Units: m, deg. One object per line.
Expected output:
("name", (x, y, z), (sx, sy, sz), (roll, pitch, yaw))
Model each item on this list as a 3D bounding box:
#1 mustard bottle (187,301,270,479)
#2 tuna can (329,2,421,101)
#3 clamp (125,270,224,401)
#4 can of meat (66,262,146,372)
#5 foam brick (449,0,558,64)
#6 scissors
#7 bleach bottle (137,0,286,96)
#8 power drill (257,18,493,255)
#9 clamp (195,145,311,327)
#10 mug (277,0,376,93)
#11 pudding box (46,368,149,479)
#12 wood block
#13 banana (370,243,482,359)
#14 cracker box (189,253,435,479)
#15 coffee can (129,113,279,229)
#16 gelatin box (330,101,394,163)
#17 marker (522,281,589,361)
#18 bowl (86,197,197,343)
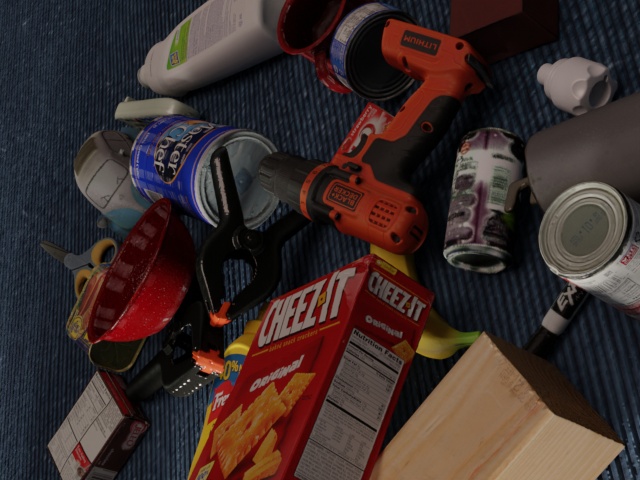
("mustard bottle", (-0.064, 0.149, 0.956), (0.096, 0.058, 0.191), (-7, 65, 52))
("tuna can", (0.052, -0.173, 0.976), (0.086, 0.086, 0.034), (-57, 38, 9))
("clamp", (-0.130, 0.089, 1.041), (0.210, 0.036, 0.164), (-3, 66, 67))
("can of meat", (-0.229, 0.082, 1.172), (0.084, 0.057, 0.102), (26, 89, 53))
("foam brick", (0.154, -0.190, 0.900), (0.078, 0.052, 0.051), (-14, 60, 42))
("scissors", (-0.291, 0.013, 1.306), (0.096, 0.016, 0.202), (-55, 41, 9))
("bleach bottle", (-0.125, -0.230, 1.218), (0.251, 0.068, 0.102), (-15, 60, 45))
("power drill", (0.047, -0.093, 0.914), (0.185, 0.057, 0.187), (26, 85, 38))
("clamp", (-0.056, 0.001, 0.984), (0.039, 0.120, 0.171), (107, 173, -70))
("mug", (0.019, -0.194, 1.026), (0.093, 0.081, 0.117), (-24, 54, 38))
("pudding box", (-0.237, 0.207, 1.130), (0.113, 0.039, 0.090), (-54, 40, 9))
("wood block", (0.096, 0.177, 0.742), (0.206, 0.090, 0.090), (-53, 40, 14))
("banana", (0.076, 0.030, 0.887), (0.070, 0.037, 0.198), (-31, 49, 11))
("cracker box", (-0.016, 0.128, 0.812), (0.164, 0.072, 0.213), (-27, 34, 54))
("coffee can", (-0.118, -0.071, 1.095), (0.141, 0.102, 0.103), (18, 84, 50))
("gelatin box", (0.047, -0.072, 0.972), (0.089, 0.030, 0.073), (-56, 41, 9))
("marker", (0.185, 0.038, 0.774), (0.121, 0.020, 0.020), (-58, 40, 8))
("bowl", (-0.169, 0.040, 1.062), (0.162, 0.055, 0.162), (-49, 23, 29))
